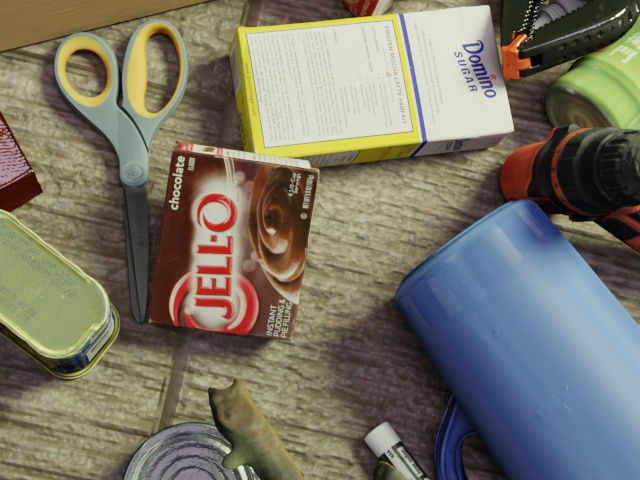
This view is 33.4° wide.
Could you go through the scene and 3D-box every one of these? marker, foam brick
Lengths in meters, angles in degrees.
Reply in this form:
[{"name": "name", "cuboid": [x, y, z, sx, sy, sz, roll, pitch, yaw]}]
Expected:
[{"name": "marker", "cuboid": [0.071, 0.165, 0.658, 0.020, 0.020, 0.121, -34, 72, -14]}, {"name": "foam brick", "cuboid": [-0.214, -0.055, 0.660, 0.051, 0.053, 0.078, -29, 84, -14]}]

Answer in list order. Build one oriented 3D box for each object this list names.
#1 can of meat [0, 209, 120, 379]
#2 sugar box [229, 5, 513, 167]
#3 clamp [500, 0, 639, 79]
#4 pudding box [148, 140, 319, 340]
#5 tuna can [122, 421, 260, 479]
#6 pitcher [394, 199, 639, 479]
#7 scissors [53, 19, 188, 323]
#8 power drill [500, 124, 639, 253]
[{"name": "can of meat", "cuboid": [-0.170, 0.032, 0.630, 0.102, 0.084, 0.057, 38, 74, 1]}, {"name": "sugar box", "cuboid": [0.033, -0.100, 0.712, 0.176, 0.048, 0.093, -6, 80, -14]}, {"name": "clamp", "cuboid": [0.182, -0.191, 0.727, 0.209, 0.036, 0.165, -42, 55, -15]}, {"name": "pudding box", "cuboid": [-0.054, 0.001, 0.658, 0.090, 0.039, 0.113, 8, 101, -8]}, {"name": "tuna can", "cuboid": [-0.078, 0.152, 0.643, 0.086, 0.034, 0.086, 2, 77, -8]}, {"name": "pitcher", "cuboid": [0.146, 0.106, 0.649, 0.149, 0.145, 0.243, -31, 80, -26]}, {"name": "scissors", "cuboid": [-0.138, -0.053, 0.690, 0.096, 0.016, 0.201, 12, 76, -4]}, {"name": "power drill", "cuboid": [0.218, -0.012, 0.659, 0.187, 0.184, 0.057, 28, 87, -11]}]
